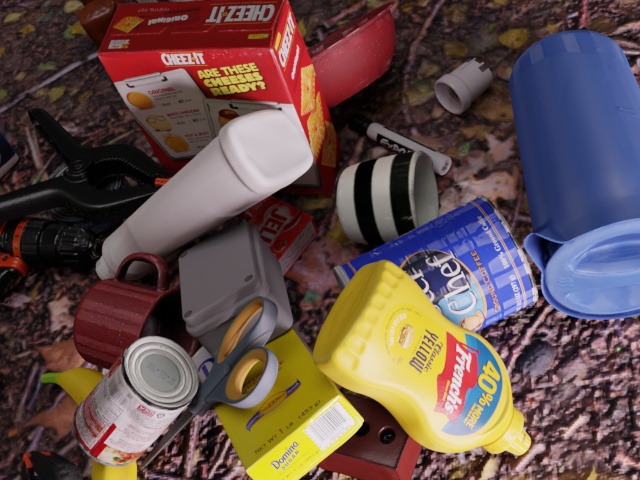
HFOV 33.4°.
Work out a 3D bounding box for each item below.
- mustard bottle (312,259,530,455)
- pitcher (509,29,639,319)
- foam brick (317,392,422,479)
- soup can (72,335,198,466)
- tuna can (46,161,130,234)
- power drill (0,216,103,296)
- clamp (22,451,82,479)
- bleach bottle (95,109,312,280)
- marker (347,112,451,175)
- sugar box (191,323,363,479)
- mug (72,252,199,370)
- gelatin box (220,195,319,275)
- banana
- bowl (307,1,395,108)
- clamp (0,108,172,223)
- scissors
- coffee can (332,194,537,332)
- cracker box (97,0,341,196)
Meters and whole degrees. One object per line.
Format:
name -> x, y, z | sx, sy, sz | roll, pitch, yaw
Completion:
mustard bottle -> 0.090, 0.106, 0.818 | 0.058, 0.191, 0.096 | -21, 34, 57
pitcher -> 0.243, -0.062, 0.914 | 0.145, 0.149, 0.243 | -21, 49, 20
foam brick -> 0.038, 0.161, 0.859 | 0.078, 0.051, 0.053 | 11, 60, 23
soup can -> -0.151, 0.131, 0.871 | 0.102, 0.068, 0.068 | -47, 41, 39
tuna can -> -0.238, -0.046, 1.094 | 0.086, 0.033, 0.086 | -8, 55, 11
power drill -> -0.317, 0.057, 1.035 | 0.185, 0.057, 0.187 | 3, 55, 23
clamp -> -0.207, 0.233, 0.865 | 0.120, 0.039, 0.171 | -44, 49, 25
bleach bottle -> -0.124, -0.024, 0.962 | 0.251, 0.102, 0.068 | -33, 88, 34
marker -> 0.074, -0.096, 1.044 | 0.121, 0.020, 0.020 | 30, 69, 31
sugar box -> -0.041, 0.121, 0.871 | 0.093, 0.048, 0.176 | -39, 33, -3
mug -> -0.164, 0.068, 0.952 | 0.082, 0.093, 0.117 | 12, 100, 29
gelatin box -> -0.057, 0.001, 1.010 | 0.073, 0.030, 0.089 | 28, 69, 29
banana -> -0.192, 0.180, 0.928 | 0.070, 0.037, 0.198 | -40, 49, 16
bowl -> 0.017, -0.173, 1.063 | 0.162, 0.055, 0.162 | -31, 12, 7
clamp -> -0.238, -0.070, 1.063 | 0.210, 0.036, 0.164 | 3, 51, 12
scissors -> -0.088, 0.135, 0.846 | 0.202, 0.016, 0.096 | -57, 30, 16
coffee can -> 0.095, 0.038, 0.894 | 0.140, 0.103, 0.103 | -27, 53, -3
cracker box -> -0.085, -0.127, 0.991 | 0.164, 0.213, 0.072 | 1, 57, 17
